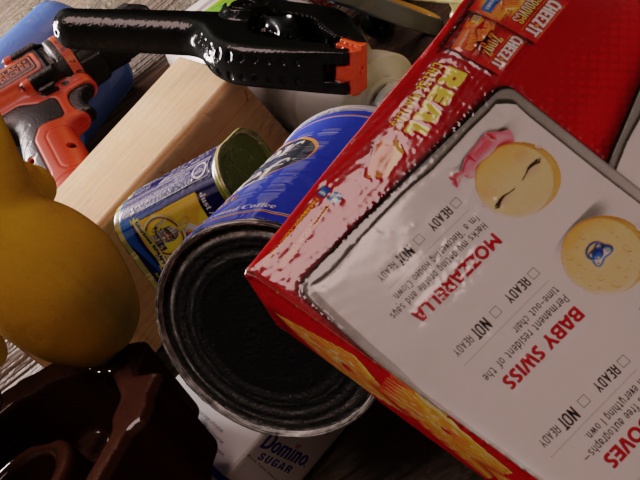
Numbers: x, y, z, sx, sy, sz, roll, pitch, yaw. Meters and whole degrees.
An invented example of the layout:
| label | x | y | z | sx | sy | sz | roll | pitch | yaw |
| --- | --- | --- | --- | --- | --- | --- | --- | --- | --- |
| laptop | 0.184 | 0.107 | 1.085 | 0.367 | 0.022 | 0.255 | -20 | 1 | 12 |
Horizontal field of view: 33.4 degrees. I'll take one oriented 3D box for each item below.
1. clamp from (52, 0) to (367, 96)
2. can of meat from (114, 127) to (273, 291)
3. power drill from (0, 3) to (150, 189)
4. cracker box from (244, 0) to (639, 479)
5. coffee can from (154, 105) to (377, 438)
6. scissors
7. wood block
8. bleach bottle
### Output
| label | x | y | z | sx | sy | sz | roll | pitch | yaw |
| --- | --- | --- | --- | --- | --- | --- | --- | --- | --- |
| clamp | -0.041 | -0.133 | 0.662 | 0.210 | 0.036 | 0.164 | 21 | 38 | 36 |
| can of meat | -0.054 | 0.001 | 0.601 | 0.084 | 0.102 | 0.057 | -25 | 17 | 31 |
| power drill | -0.169 | -0.087 | 0.796 | 0.184 | 0.057 | 0.188 | -35 | 54 | -11 |
| cracker box | 0.110 | 0.016 | 0.349 | 0.214 | 0.072 | 0.164 | 34 | 78 | 19 |
| coffee can | 0.001 | 0.008 | 0.491 | 0.103 | 0.103 | 0.140 | -22 | 16 | 29 |
| scissors | -0.003 | -0.157 | 0.647 | 0.096 | 0.201 | 0.016 | 34 | 109 | 41 |
| wood block | -0.113 | -0.008 | 0.683 | 0.206 | 0.090 | 0.090 | -49 | 34 | -9 |
| bleach bottle | -0.010 | -0.119 | 0.722 | 0.102 | 0.068 | 0.251 | -38 | 35 | -17 |
